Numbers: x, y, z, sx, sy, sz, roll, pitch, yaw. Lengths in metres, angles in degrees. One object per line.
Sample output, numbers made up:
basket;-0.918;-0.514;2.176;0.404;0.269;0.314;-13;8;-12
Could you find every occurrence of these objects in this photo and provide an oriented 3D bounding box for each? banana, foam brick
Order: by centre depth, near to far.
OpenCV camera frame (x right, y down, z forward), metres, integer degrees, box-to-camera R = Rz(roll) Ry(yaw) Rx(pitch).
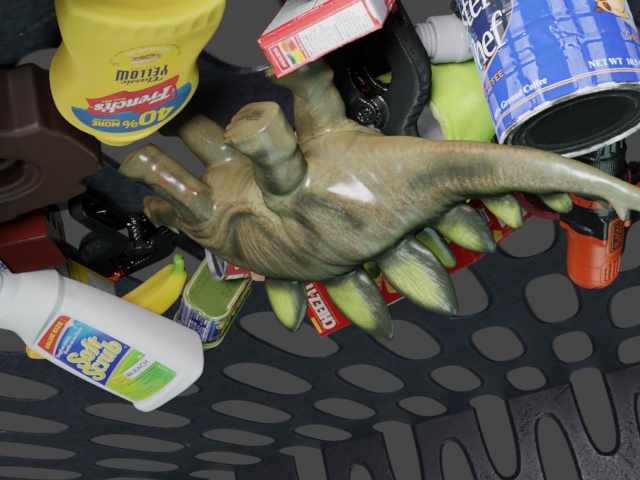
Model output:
foam brick;-0.252;-0.011;0.913;0.051;0.053;0.078;-12;163;-3
banana;-0.209;0.072;1.101;0.198;0.037;0.069;-32;142;10

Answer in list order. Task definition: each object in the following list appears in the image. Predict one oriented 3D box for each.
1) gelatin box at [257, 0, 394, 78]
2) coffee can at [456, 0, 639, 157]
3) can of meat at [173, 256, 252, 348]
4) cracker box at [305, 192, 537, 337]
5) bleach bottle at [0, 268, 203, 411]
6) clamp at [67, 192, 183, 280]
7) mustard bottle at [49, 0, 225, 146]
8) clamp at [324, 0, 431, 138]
gelatin box;0.007;-0.141;0.666;0.073;0.030;0.089;-22;-159;22
coffee can;0.145;-0.134;0.677;0.102;0.140;0.103;-12;162;-4
can of meat;-0.108;0.052;1.125;0.057;0.102;0.084;29;153;2
cracker box;0.096;0.003;1.079;0.214;0.072;0.163;-29;-178;41
bleach bottle;-0.232;0.088;1.025;0.103;0.068;0.250;-34;138;25
clamp;-0.179;-0.007;0.994;0.164;0.036;0.210;-2;161;-33
mustard bottle;-0.125;-0.112;0.690;0.096;0.058;0.192;-11;163;-20
clamp;0.048;-0.089;0.758;0.120;0.039;0.172;20;131;12
